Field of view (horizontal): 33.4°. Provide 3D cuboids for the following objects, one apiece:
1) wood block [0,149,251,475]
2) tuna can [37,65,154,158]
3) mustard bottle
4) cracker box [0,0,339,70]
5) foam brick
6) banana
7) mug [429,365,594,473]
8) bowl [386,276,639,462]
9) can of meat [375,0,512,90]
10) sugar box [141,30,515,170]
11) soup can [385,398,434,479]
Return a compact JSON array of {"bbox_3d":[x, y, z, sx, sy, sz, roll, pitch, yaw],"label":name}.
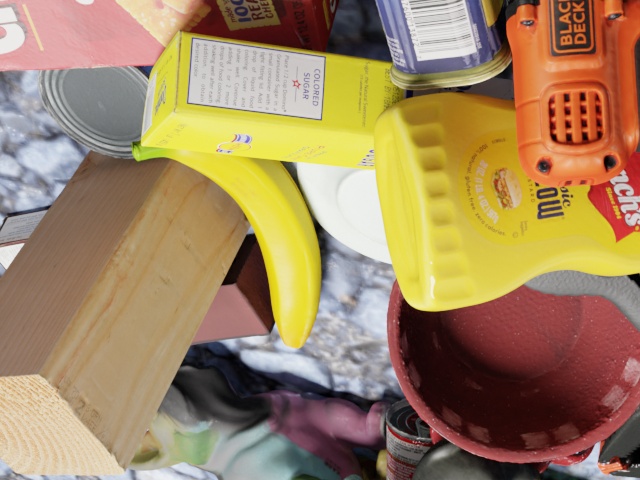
[{"bbox_3d":[-0.132,0.035,0.661,0.091,0.206,0.090,-8,130,31],"label":"wood block"},{"bbox_3d":[-0.128,-0.094,0.656,0.086,0.033,0.086,13,137,12],"label":"tuna can"},{"bbox_3d":[0.125,-0.029,0.501,0.191,0.096,0.058,-10,177,-15],"label":"mustard bottle"},{"bbox_3d":[-0.108,-0.168,0.523,0.214,0.072,0.164,0,134,13],"label":"cracker box"},{"bbox_3d":[-0.070,0.035,0.750,0.078,0.053,0.051,-11,128,31],"label":"foam brick"},{"bbox_3d":[-0.041,-0.012,0.683,0.069,0.037,0.197,-34,124,2],"label":"banana"},{"bbox_3d":[0.131,0.112,0.715,0.117,0.081,0.093,27,138,-4],"label":"mug"},{"bbox_3d":[0.119,0.047,0.639,0.162,0.055,0.162,0,96,2],"label":"bowl"},{"bbox_3d":[0.056,-0.132,0.484,0.058,0.102,0.084,-2,130,23],"label":"can of meat"},{"bbox_3d":[0.004,-0.064,0.542,0.176,0.048,0.093,7,174,-17],"label":"sugar box"},{"bbox_3d":[0.081,0.175,0.784,0.069,0.068,0.102,6,109,19],"label":"soup can"}]
